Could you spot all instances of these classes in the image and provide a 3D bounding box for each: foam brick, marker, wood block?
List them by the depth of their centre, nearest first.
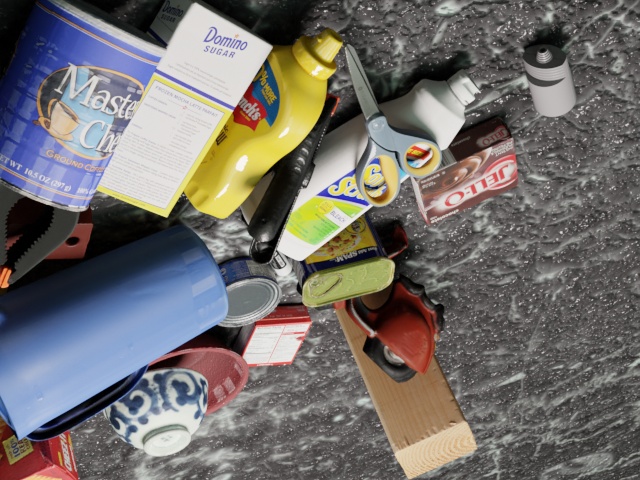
[{"bbox_3d":[-0.254,-0.017,0.983,0.078,0.051,0.053,-1,140,-27],"label":"foam brick"},{"bbox_3d":[-0.057,0.001,1.141,0.020,0.020,0.121,-25,145,3],"label":"marker"},{"bbox_3d":[0.100,0.164,1.276,0.091,0.206,0.090,-24,145,2],"label":"wood block"}]

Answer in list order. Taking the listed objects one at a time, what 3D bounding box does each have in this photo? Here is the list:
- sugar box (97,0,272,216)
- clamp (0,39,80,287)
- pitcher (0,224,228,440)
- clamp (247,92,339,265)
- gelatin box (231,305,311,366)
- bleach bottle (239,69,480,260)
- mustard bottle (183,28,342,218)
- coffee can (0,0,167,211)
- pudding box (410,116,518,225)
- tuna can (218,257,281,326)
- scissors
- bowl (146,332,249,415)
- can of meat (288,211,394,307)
[{"bbox_3d":[-0.125,-0.113,0.891,0.093,0.048,0.176,23,104,-45],"label":"sugar box"},{"bbox_3d":[-0.228,-0.056,0.912,0.164,0.036,0.210,8,112,-38],"label":"clamp"},{"bbox_3d":[-0.215,0.087,1.039,0.242,0.145,0.149,-26,177,-22],"label":"pitcher"},{"bbox_3d":[-0.028,-0.056,0.986,0.039,0.171,0.120,27,159,-3],"label":"clamp"},{"bbox_3d":[-0.059,0.114,1.279,0.073,0.030,0.089,-1,139,-25],"label":"gelatin box"},{"bbox_3d":[0.044,-0.084,1.050,0.251,0.068,0.102,-37,141,15],"label":"bleach bottle"},{"bbox_3d":[-0.050,-0.112,0.930,0.058,0.096,0.192,21,126,-42],"label":"mustard bottle"},{"bbox_3d":[-0.193,-0.108,0.812,0.102,0.103,0.140,20,102,-44],"label":"coffee can"},{"bbox_3d":[0.153,-0.073,1.140,0.113,0.039,0.090,-23,145,1],"label":"pudding box"},{"bbox_3d":[-0.089,0.057,1.184,0.086,0.034,0.086,-15,144,-11],"label":"tuna can"},{"bbox_3d":[0.068,-0.110,0.976,0.096,0.016,0.202,-18,139,-13],"label":"scissors"},{"bbox_3d":[-0.168,0.152,1.247,0.162,0.055,0.162,-15,144,-11],"label":"bowl"},{"bbox_3d":[0.017,0.014,1.142,0.102,0.084,0.057,-14,144,-12],"label":"can of meat"}]
